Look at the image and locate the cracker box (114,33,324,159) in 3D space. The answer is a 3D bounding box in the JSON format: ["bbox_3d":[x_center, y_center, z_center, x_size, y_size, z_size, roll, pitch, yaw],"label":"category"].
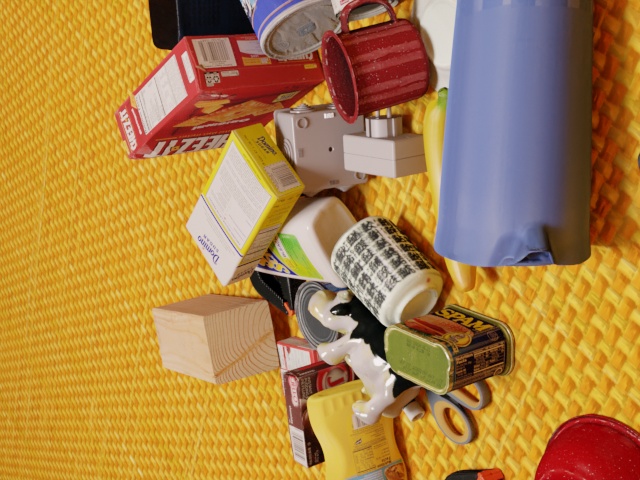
[{"bbox_3d":[-0.121,-0.166,1.242,0.214,0.163,0.072,-30,74,55],"label":"cracker box"}]

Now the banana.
[{"bbox_3d":[0.123,-0.051,1.025,0.037,0.069,0.198,-8,104,12],"label":"banana"}]

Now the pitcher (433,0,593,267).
[{"bbox_3d":[0.164,-0.105,0.901,0.149,0.144,0.243,12,108,40],"label":"pitcher"}]

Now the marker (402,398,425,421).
[{"bbox_3d":[0.076,0.150,1.193,0.121,0.020,0.020,54,140,30],"label":"marker"}]

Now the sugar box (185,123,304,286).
[{"bbox_3d":[-0.086,-0.036,1.168,0.093,0.048,0.176,57,144,18],"label":"sugar box"}]

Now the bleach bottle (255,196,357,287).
[{"bbox_3d":[-0.058,0.002,1.251,0.251,0.068,0.102,-1,128,50],"label":"bleach bottle"}]

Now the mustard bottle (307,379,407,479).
[{"bbox_3d":[0.049,0.257,1.199,0.058,0.096,0.191,-10,93,58],"label":"mustard bottle"}]

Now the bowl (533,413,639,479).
[{"bbox_3d":[0.243,0.240,0.953,0.162,0.055,0.162,24,120,49],"label":"bowl"}]

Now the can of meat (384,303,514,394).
[{"bbox_3d":[0.125,0.107,1.052,0.102,0.083,0.057,20,117,51],"label":"can of meat"}]

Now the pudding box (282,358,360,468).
[{"bbox_3d":[0.006,0.197,1.247,0.039,0.089,0.113,14,113,54],"label":"pudding box"}]

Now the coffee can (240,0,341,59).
[{"bbox_3d":[-0.042,-0.281,1.143,0.103,0.102,0.140,-47,63,51],"label":"coffee can"}]

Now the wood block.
[{"bbox_3d":[-0.142,0.127,1.410,0.206,0.090,0.090,0,101,63],"label":"wood block"}]

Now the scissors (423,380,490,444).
[{"bbox_3d":[0.108,0.154,1.152,0.202,0.016,0.096,18,115,52],"label":"scissors"}]

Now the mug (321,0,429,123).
[{"bbox_3d":[0.052,-0.180,1.039,0.093,0.081,0.117,-136,32,-64],"label":"mug"}]

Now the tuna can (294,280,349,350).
[{"bbox_3d":[0.008,0.086,1.257,0.086,0.033,0.086,23,120,50],"label":"tuna can"}]

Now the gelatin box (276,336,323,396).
[{"bbox_3d":[-0.017,0.161,1.321,0.089,0.030,0.073,4,105,57],"label":"gelatin box"}]

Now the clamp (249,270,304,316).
[{"bbox_3d":[-0.072,-0.003,1.338,0.210,0.036,0.165,55,138,25],"label":"clamp"}]
